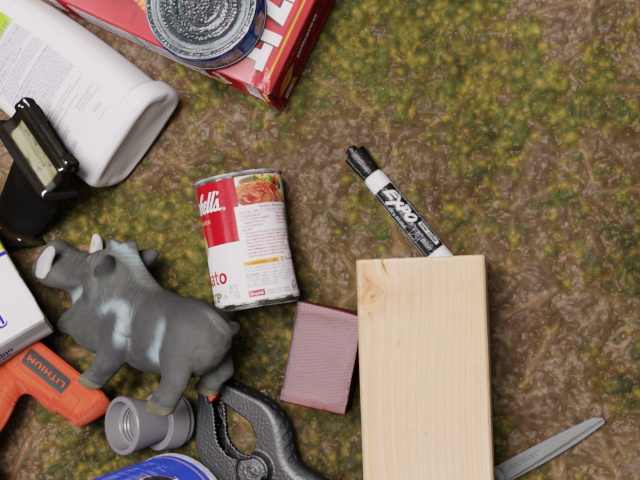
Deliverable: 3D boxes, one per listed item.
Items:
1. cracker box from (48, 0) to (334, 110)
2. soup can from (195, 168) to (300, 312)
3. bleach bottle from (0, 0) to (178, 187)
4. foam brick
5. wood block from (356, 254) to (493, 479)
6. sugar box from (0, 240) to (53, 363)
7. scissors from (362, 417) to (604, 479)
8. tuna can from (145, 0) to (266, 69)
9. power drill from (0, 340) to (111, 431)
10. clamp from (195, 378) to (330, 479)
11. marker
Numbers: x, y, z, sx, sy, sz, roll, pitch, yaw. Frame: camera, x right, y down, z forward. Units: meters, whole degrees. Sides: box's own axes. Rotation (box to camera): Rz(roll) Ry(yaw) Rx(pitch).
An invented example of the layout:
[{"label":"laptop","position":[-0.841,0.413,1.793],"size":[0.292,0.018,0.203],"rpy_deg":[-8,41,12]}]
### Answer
[{"label":"cracker box","position":[-0.095,-0.223,0.840],"size":[0.214,0.072,0.164],"rpy_deg":[25,92,8]},{"label":"soup can","position":[-0.055,0.001,0.825],"size":[0.068,0.068,0.102],"rpy_deg":[-10,86,8]},{"label":"bleach bottle","position":[-0.238,-0.157,0.861],"size":[0.251,0.068,0.103],"rpy_deg":[41,107,10]},{"label":"foam brick","position":[0.004,0.088,0.819],"size":[0.051,0.053,0.078],"rpy_deg":[10,90,9]},{"label":"wood block","position":[0.078,0.116,0.769],"size":[0.091,0.090,0.206],"rpy_deg":[-2,87,10]},{"label":"sugar box","position":[-0.290,0.019,0.824],"size":[0.093,0.048,0.176],"rpy_deg":[-30,75,-12]},{"label":"scissors","position":[0.111,0.174,0.817],"size":[0.202,0.016,0.096],"rpy_deg":[-45,82,4]},{"label":"tuna can","position":[-0.084,-0.171,0.783],"size":[0.086,0.033,0.086],"rpy_deg":[0,89,8]},{"label":"power drill","position":[-0.250,0.174,0.823],"size":[0.184,0.057,0.187],"rpy_deg":[38,72,7]},{"label":"clamp","position":[-0.052,0.187,0.830],"size":[0.120,0.039,0.171],"rpy_deg":[-41,75,5]},{"label":"marker","position":[0.061,-0.026,0.833],"size":[0.020,0.020,0.121],"rpy_deg":[-39,82,5]}]
